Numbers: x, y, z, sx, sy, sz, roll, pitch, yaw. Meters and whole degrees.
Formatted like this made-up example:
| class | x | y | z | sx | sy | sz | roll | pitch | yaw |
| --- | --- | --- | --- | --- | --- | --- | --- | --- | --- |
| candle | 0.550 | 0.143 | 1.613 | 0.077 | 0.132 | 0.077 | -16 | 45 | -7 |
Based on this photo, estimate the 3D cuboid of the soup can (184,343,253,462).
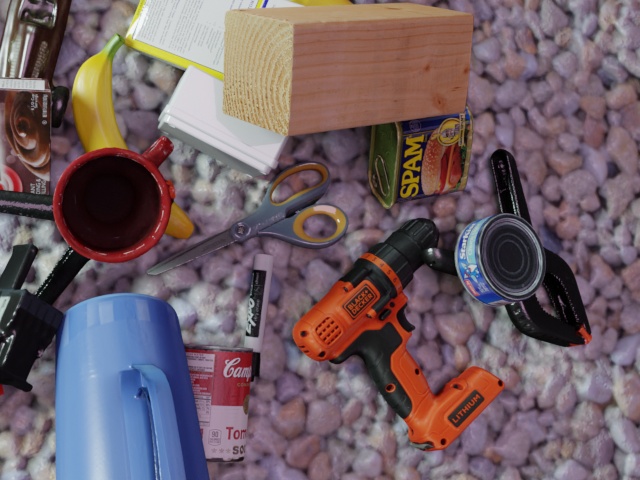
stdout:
| class | x | y | z | sx | sy | sz | roll | pitch | yaw |
| --- | --- | --- | --- | --- | --- | --- | --- | --- | --- |
| soup can | -0.098 | 0.147 | 0.971 | 0.068 | 0.069 | 0.102 | 5 | 84 | -14 |

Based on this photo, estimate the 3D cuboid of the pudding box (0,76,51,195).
| class | x | y | z | sx | sy | sz | roll | pitch | yaw |
| --- | --- | --- | --- | --- | --- | --- | --- | --- | --- |
| pudding box | -0.282 | -0.087 | 0.934 | 0.090 | 0.039 | 0.113 | 0 | 115 | -15 |

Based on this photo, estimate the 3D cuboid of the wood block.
| class | x | y | z | sx | sy | sz | roll | pitch | yaw |
| --- | --- | --- | --- | --- | --- | --- | --- | --- | --- |
| wood block | 0.026 | -0.152 | 0.912 | 0.205 | 0.091 | 0.090 | -12 | 114 | -38 |

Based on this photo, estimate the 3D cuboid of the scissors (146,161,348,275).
| class | x | y | z | sx | sy | sz | roll | pitch | yaw |
| --- | --- | --- | --- | --- | --- | --- | --- | --- | --- |
| scissors | -0.057 | 0.001 | 1.006 | 0.201 | 0.016 | 0.096 | -41 | 79 | -20 |

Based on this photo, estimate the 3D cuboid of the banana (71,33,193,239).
| class | x | y | z | sx | sy | sz | roll | pitch | yaw |
| --- | --- | --- | --- | --- | --- | --- | --- | --- | --- |
| banana | -0.181 | -0.085 | 0.977 | 0.070 | 0.037 | 0.198 | -18 | 100 | 8 |

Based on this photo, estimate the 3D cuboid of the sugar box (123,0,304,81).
| class | x | y | z | sx | sy | sz | roll | pitch | yaw |
| --- | --- | --- | --- | --- | --- | --- | --- | --- | --- |
| sugar box | -0.081 | -0.189 | 0.981 | 0.176 | 0.048 | 0.093 | 23 | 92 | 7 |

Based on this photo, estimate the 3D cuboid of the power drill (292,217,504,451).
| class | x | y | z | sx | sy | sz | roll | pitch | yaw |
| --- | --- | --- | --- | --- | --- | --- | --- | --- | --- |
| power drill | 0.090 | 0.094 | 1.033 | 0.184 | 0.057 | 0.187 | -42 | 95 | -17 |

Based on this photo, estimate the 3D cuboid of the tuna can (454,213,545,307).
| class | x | y | z | sx | sy | sz | roll | pitch | yaw |
| --- | --- | --- | --- | --- | --- | --- | --- | --- | --- |
| tuna can | 0.170 | 0.018 | 1.004 | 0.086 | 0.034 | 0.086 | 8 | 75 | -30 |

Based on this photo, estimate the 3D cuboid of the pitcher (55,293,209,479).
| class | x | y | z | sx | sy | sz | roll | pitch | yaw |
| --- | --- | --- | --- | --- | --- | --- | --- | --- | --- |
| pitcher | -0.154 | 0.165 | 0.879 | 0.149 | 0.145 | 0.243 | -21 | 60 | 15 |

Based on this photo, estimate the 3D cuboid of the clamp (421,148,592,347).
| class | x | y | z | sx | sy | sz | roll | pitch | yaw |
| --- | --- | --- | --- | --- | --- | --- | --- | --- | --- |
| clamp | 0.193 | 0.034 | 1.058 | 0.164 | 0.036 | 0.210 | -43 | 104 | -33 |

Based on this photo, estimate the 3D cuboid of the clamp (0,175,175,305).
| class | x | y | z | sx | sy | sz | roll | pitch | yaw |
| --- | --- | --- | --- | --- | --- | --- | --- | --- | --- |
| clamp | -0.208 | -0.005 | 0.951 | 0.171 | 0.039 | 0.120 | -13 | 116 | -5 |

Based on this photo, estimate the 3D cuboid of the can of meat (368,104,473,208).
| class | x | y | z | sx | sy | sz | roll | pitch | yaw |
| --- | --- | --- | --- | --- | --- | --- | --- | --- | --- |
| can of meat | 0.097 | -0.088 | 1.032 | 0.083 | 0.057 | 0.102 | -11 | 128 | -19 |

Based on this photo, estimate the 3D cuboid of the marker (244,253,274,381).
| class | x | y | z | sx | sy | sz | roll | pitch | yaw |
| --- | --- | --- | --- | --- | --- | --- | --- | --- | --- |
| marker | -0.060 | 0.073 | 1.013 | 0.020 | 0.020 | 0.121 | 9 | 83 | -14 |

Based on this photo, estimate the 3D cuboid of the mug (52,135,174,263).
| class | x | y | z | sx | sy | sz | roll | pitch | yaw |
| --- | --- | --- | --- | --- | --- | --- | --- | --- | --- |
| mug | -0.166 | -0.042 | 0.889 | 0.093 | 0.081 | 0.117 | 41 | 88 | -14 |
